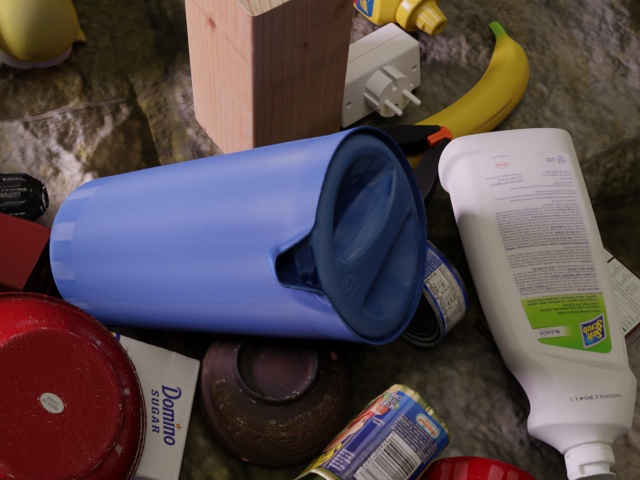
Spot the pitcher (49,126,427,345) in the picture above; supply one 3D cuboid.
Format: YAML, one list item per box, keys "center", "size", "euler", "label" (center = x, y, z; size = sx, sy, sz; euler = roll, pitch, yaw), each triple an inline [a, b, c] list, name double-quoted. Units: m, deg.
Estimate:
- center: [-0.055, 0.001, 0.719]
  size: [0.243, 0.149, 0.145]
  euler: [-3, 58, 33]
  label: "pitcher"

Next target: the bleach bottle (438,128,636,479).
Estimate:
- center: [0.152, 0.044, 0.741]
  size: [0.102, 0.068, 0.251]
  euler: [-6, 63, -2]
  label: "bleach bottle"

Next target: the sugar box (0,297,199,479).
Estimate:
- center: [-0.173, 0.100, 0.705]
  size: [0.176, 0.048, 0.093]
  euler: [24, 57, -25]
  label: "sugar box"

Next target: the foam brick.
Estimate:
- center: [-0.218, 0.024, 0.768]
  size: [0.051, 0.078, 0.053]
  euler: [18, 61, 9]
  label: "foam brick"

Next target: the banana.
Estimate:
- center: [0.117, -0.109, 0.887]
  size: [0.070, 0.037, 0.197]
  euler: [25, 58, 36]
  label: "banana"

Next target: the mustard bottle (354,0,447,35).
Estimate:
- center: [0.039, -0.242, 0.921]
  size: [0.058, 0.096, 0.192]
  euler: [-35, 68, -21]
  label: "mustard bottle"

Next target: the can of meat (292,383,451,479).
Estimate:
- center: [0.031, 0.147, 0.696]
  size: [0.057, 0.102, 0.083]
  euler: [45, 64, 3]
  label: "can of meat"

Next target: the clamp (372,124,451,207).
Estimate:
- center: [0.021, -0.043, 0.823]
  size: [0.171, 0.039, 0.120]
  euler: [-40, 82, -11]
  label: "clamp"

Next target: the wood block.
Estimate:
- center: [-0.040, -0.144, 0.798]
  size: [0.090, 0.206, 0.091]
  euler: [-32, 68, -19]
  label: "wood block"

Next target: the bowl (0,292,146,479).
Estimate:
- center: [-0.171, 0.103, 0.640]
  size: [0.161, 0.055, 0.162]
  euler: [11, 68, -29]
  label: "bowl"

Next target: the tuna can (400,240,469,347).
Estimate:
- center: [0.065, 0.034, 0.772]
  size: [0.086, 0.086, 0.033]
  euler: [42, 65, 19]
  label: "tuna can"
